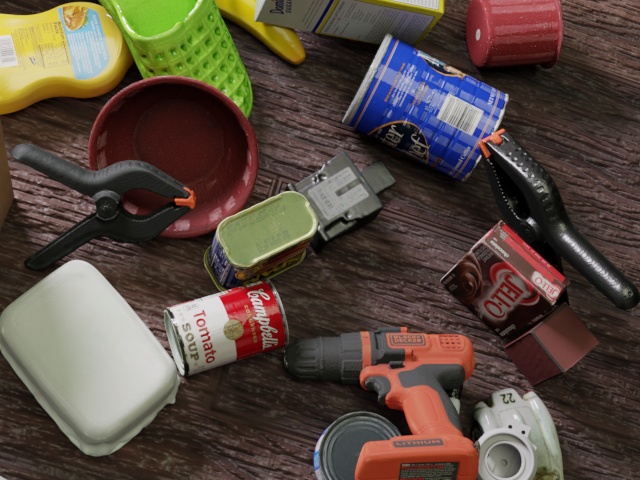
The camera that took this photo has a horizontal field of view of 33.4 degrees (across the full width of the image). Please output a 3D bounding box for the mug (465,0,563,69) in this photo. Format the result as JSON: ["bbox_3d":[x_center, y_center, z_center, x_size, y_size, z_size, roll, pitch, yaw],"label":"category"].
[{"bbox_3d":[0.206,-0.237,1.169,0.081,0.093,0.117,-6,42,-9],"label":"mug"}]

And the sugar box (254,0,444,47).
[{"bbox_3d":[0.028,-0.245,1.089,0.176,0.093,0.048,11,72,-14],"label":"sugar box"}]

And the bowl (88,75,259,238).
[{"bbox_3d":[-0.139,-0.086,1.028,0.162,0.055,0.162,-1,113,-1],"label":"bowl"}]

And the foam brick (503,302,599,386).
[{"bbox_3d":[0.226,0.104,1.054,0.053,0.078,0.051,-36,82,-19],"label":"foam brick"}]

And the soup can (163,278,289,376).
[{"bbox_3d":[-0.089,0.081,0.999,0.102,0.069,0.068,-16,75,-16],"label":"soup can"}]

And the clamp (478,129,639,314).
[{"bbox_3d":[0.220,-0.012,1.023,0.036,0.165,0.210,-29,94,-16],"label":"clamp"}]

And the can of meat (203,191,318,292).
[{"bbox_3d":[-0.057,0.001,1.025,0.102,0.084,0.057,-26,78,-19],"label":"can of meat"}]

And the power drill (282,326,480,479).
[{"bbox_3d":[0.060,0.148,0.965,0.184,0.057,0.187,-2,34,-3],"label":"power drill"}]

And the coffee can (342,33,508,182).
[{"bbox_3d":[0.107,-0.136,1.097,0.140,0.103,0.102,26,68,-2],"label":"coffee can"}]

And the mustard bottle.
[{"bbox_3d":[-0.251,-0.187,1.062,0.191,0.058,0.096,-13,76,-16],"label":"mustard bottle"}]

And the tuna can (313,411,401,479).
[{"bbox_3d":[0.037,0.206,1.001,0.086,0.034,0.086,4,71,-11],"label":"tuna can"}]

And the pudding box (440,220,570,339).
[{"bbox_3d":[0.179,0.040,1.046,0.090,0.114,0.039,43,65,4],"label":"pudding box"}]

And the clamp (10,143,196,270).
[{"bbox_3d":[-0.205,-0.043,0.993,0.171,0.039,0.120,-12,114,-4],"label":"clamp"}]

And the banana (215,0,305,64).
[{"bbox_3d":[-0.105,-0.243,1.127,0.197,0.037,0.069,15,87,-5],"label":"banana"}]
